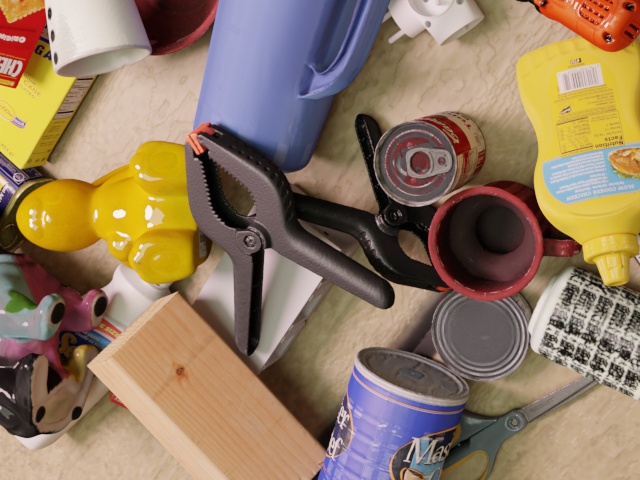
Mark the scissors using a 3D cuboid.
[{"bbox_3d":[0.154,0.151,0.948,0.096,0.016,0.202,43,113,9],"label":"scissors"}]

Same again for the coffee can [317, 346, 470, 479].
[{"bbox_3d":[0.060,0.177,0.928,0.103,0.102,0.140,21,104,18],"label":"coffee can"}]

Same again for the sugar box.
[{"bbox_3d":[-0.273,-0.166,1.044,0.093,0.048,0.176,40,114,11],"label":"sugar box"}]

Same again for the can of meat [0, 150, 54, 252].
[{"bbox_3d":[-0.333,-0.046,1.090,0.084,0.057,0.102,40,113,12],"label":"can of meat"}]

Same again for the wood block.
[{"bbox_3d":[-0.101,0.155,0.973,0.206,0.090,0.090,49,156,-9],"label":"wood block"}]

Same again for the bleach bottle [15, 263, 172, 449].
[{"bbox_3d":[-0.235,0.100,1.077,0.102,0.068,0.251,48,112,8],"label":"bleach bottle"}]

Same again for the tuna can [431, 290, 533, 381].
[{"bbox_3d":[0.142,0.077,0.927,0.086,0.033,0.086,5,103,22],"label":"tuna can"}]

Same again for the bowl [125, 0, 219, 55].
[{"bbox_3d":[-0.142,-0.250,0.965,0.162,0.055,0.162,5,103,22],"label":"bowl"}]

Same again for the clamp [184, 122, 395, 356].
[{"bbox_3d":[-0.056,0.001,0.897,0.165,0.036,0.210,-30,102,33],"label":"clamp"}]

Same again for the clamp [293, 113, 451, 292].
[{"bbox_3d":[0.047,-0.015,0.916,0.120,0.039,0.171,-37,85,-16],"label":"clamp"}]

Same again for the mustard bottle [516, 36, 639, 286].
[{"bbox_3d":[0.211,-0.059,0.818,0.096,0.058,0.191,-10,73,16],"label":"mustard bottle"}]

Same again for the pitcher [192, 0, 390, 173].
[{"bbox_3d":[-0.022,-0.179,0.887,0.145,0.149,0.243,19,112,2],"label":"pitcher"}]

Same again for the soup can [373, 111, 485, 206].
[{"bbox_3d":[0.093,-0.069,0.879,0.069,0.102,0.068,5,103,22],"label":"soup can"}]

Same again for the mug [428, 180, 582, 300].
[{"bbox_3d":[0.156,-0.004,0.877,0.117,0.081,0.093,4,103,22],"label":"mug"}]
